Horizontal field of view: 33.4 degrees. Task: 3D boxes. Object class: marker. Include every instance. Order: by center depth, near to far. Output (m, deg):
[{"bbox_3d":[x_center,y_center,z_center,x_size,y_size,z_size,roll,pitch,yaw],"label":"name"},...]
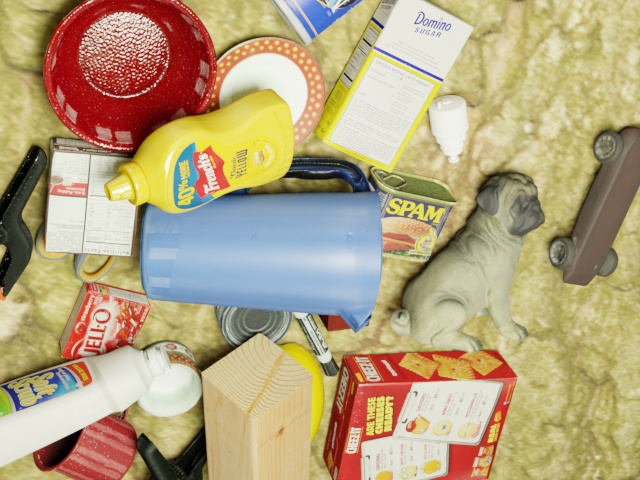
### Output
[{"bbox_3d":[-0.005,0.117,1.261,0.020,0.020,0.121,-28,124,-3],"label":"marker"}]

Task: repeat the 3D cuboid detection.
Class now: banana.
[{"bbox_3d":[-0.029,0.195,1.290,0.069,0.037,0.198,-3,120,4],"label":"banana"}]

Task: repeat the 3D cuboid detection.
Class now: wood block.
[{"bbox_3d":[-0.070,0.221,1.215,0.090,0.090,0.206,-32,142,-33],"label":"wood block"}]

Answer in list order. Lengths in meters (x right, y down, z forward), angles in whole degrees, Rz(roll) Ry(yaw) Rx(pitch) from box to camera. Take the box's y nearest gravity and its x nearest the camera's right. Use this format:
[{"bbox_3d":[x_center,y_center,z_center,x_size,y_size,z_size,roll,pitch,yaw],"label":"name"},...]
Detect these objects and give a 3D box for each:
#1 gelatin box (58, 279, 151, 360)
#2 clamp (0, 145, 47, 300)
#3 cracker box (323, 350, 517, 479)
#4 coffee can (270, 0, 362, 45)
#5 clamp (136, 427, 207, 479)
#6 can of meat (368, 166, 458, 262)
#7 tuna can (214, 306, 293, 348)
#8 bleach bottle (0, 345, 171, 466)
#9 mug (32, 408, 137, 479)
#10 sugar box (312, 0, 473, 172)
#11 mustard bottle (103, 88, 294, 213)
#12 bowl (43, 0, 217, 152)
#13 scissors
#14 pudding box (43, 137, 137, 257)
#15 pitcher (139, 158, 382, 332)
[{"bbox_3d":[-0.235,0.093,1.159,0.073,0.030,0.089,16,112,-26],"label":"gelatin box"},{"bbox_3d":[-0.337,-0.017,1.054,0.120,0.039,0.171,2,118,-19],"label":"clamp"},{"bbox_3d":[0.122,0.223,1.336,0.213,0.072,0.164,0,118,-19],"label":"cracker box"},{"bbox_3d":[0.011,-0.265,0.994,0.140,0.103,0.102,-37,124,4],"label":"coffee can"},{"bbox_3d":[-0.163,0.272,1.267,0.164,0.036,0.210,-22,142,-41],"label":"clamp"},{"bbox_3d":[0.090,-0.027,1.189,0.102,0.057,0.084,11,118,-24],"label":"can of meat"},{"bbox_3d":[-0.075,0.082,1.207,0.086,0.034,0.086,-9,121,-15],"label":"tuna can"},{"bbox_3d":[-0.279,0.169,1.133,0.251,0.102,0.068,-23,116,-1],"label":"bleach bottle"},{"bbox_3d":[-0.255,0.217,1.197,0.081,0.093,0.117,36,71,-37],"label":"mug"},{"bbox_3d":[0.073,-0.167,1.109,0.093,0.048,0.176,21,106,-28],"label":"sugar box"},{"bbox_3d":[-0.118,-0.077,1.026,0.191,0.058,0.096,-22,140,-27],"label":"mustard bottle"},{"bbox_3d":[-0.182,-0.167,1.011,0.162,0.055,0.162,-9,121,-15],"label":"bowl"},{"bbox_3d":[-0.229,-0.047,1.089,0.096,0.016,0.202,9,115,-24],"label":"scissors"},{"bbox_3d":[-0.227,-0.041,1.062,0.090,0.039,0.113,4,113,-16],"label":"pudding box"},{"bbox_3d":[-0.057,0.001,1.097,0.243,0.149,0.145,2,114,-2],"label":"pitcher"}]
